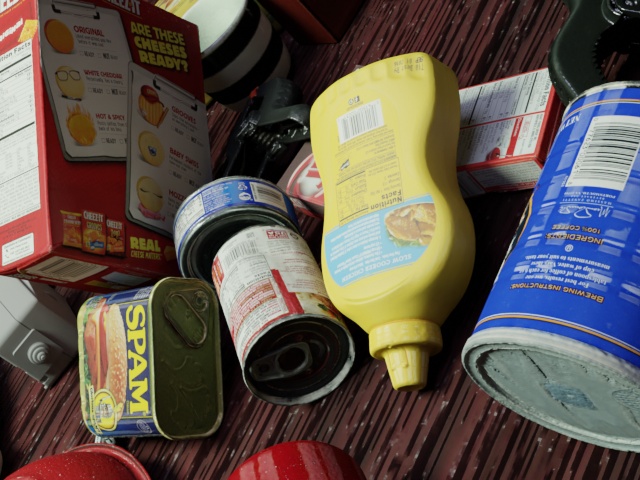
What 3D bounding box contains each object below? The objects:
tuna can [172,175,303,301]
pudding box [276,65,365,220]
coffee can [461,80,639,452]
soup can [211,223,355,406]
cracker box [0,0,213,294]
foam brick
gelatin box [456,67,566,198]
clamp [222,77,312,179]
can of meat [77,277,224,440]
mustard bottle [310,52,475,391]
[{"bbox_3d":[-0.055,0.001,0.714,0.086,0.086,0.034,-35,39,15],"label":"tuna can"},{"bbox_3d":[0.031,-0.063,0.726,0.090,0.039,0.113,20,72,52],"label":"pudding box"},{"bbox_3d":[0.139,0.013,0.496,0.103,0.102,0.140,2,58,46],"label":"coffee can"},{"bbox_3d":[-0.026,0.043,0.660,0.068,0.068,0.102,-39,36,10],"label":"soup can"},{"bbox_3d":[-0.155,-0.071,0.754,0.072,0.163,0.214,-19,70,33],"label":"cracker box"},{"bbox_3d":[-0.013,-0.204,0.871,0.053,0.078,0.051,10,65,49],"label":"foam brick"},{"bbox_3d":[0.111,-0.064,0.657,0.089,0.030,0.073,-8,49,41],"label":"gelatin box"},{"bbox_3d":[-0.036,-0.080,0.779,0.120,0.039,0.171,-40,25,27],"label":"clamp"},{"bbox_3d":[-0.113,0.080,0.700,0.084,0.057,0.102,-11,79,42],"label":"can of meat"},{"bbox_3d":[0.043,-0.007,0.621,0.096,0.058,0.191,-20,63,35],"label":"mustard bottle"}]
